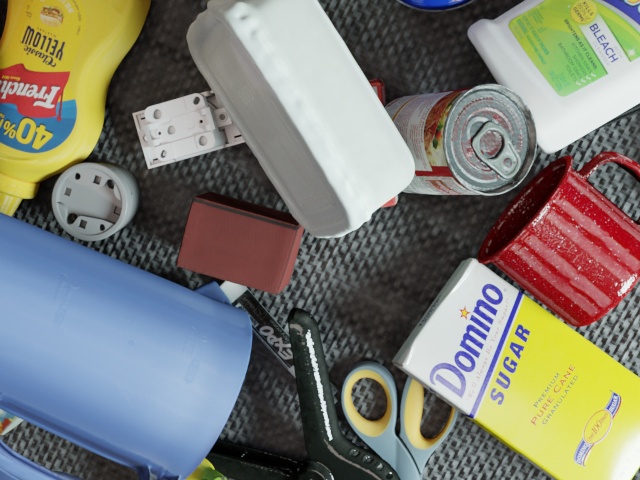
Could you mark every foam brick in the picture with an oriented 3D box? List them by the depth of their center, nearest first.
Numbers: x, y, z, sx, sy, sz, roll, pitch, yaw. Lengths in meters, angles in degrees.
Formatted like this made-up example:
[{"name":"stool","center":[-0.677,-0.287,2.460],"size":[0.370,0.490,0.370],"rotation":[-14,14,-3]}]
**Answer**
[{"name":"foam brick","center":[-0.055,0.001,0.760],"size":[0.078,0.053,0.051],"rotation":[16,99,6]}]

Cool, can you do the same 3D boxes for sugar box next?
[{"name":"sugar box","center":[0.148,0.100,0.743],"size":[0.176,0.048,0.093],"rotation":[35,84,-1]}]

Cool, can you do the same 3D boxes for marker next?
[{"name":"marker","center":[-0.030,0.075,0.783],"size":[0.020,0.020,0.121],"rotation":[-42,91,10]}]

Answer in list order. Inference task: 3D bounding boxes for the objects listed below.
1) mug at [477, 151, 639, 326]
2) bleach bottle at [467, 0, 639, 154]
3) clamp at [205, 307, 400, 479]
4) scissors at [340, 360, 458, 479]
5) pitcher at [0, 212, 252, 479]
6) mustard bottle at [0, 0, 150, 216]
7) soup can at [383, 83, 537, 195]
[{"name":"mug","center":[0.174,-0.005,0.713],"size":[0.081,0.093,0.117],"rotation":[39,103,-4]},{"name":"bleach bottle","center":[0.226,-0.162,0.681],"size":[0.251,0.068,0.102],"rotation":[-33,71,13]},{"name":"clamp","center":[-0.013,0.171,0.776],"size":[0.165,0.036,0.210],"rotation":[-36,93,23]},{"name":"scissors","center":[0.048,0.175,0.789],"size":[0.096,0.016,0.202],"rotation":[16,99,6]},{"name":"pitcher","center":[-0.178,0.068,0.696],"size":[0.242,0.149,0.145],"rotation":[27,103,-20]},{"name":"mustard bottle","center":[-0.197,-0.106,0.761],"size":[0.096,0.058,0.192],"rotation":[25,100,11]},{"name":"soup can","center":[0.083,-0.064,0.694],"size":[0.068,0.102,0.068],"rotation":[-2,94,-25]}]
